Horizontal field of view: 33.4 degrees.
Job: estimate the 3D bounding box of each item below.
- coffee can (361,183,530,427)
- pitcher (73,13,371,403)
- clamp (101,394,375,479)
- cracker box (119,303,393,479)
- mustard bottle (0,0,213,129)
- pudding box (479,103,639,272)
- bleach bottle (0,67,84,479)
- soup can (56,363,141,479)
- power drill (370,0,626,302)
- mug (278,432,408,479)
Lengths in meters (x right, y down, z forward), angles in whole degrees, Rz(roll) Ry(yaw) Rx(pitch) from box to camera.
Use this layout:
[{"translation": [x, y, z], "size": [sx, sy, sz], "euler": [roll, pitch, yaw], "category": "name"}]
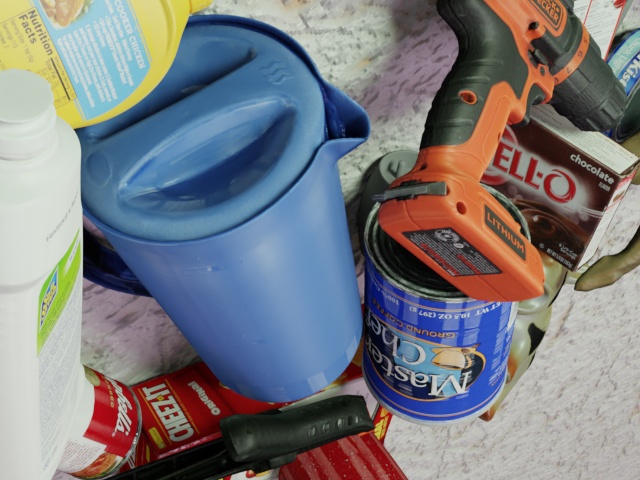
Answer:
[{"translation": [0.079, 0.043, 0.704], "size": [0.102, 0.103, 0.140], "euler": [-25, 143, -19], "category": "coffee can"}, {"translation": [-0.054, 0.001, 0.602], "size": [0.145, 0.149, 0.243], "euler": [-46, 153, -16], "category": "pitcher"}, {"translation": [-0.045, 0.134, 0.691], "size": [0.165, 0.036, 0.209], "euler": [-28, 165, 33], "category": "clamp"}, {"translation": [-0.046, 0.151, 0.825], "size": [0.213, 0.072, 0.164], "euler": [-17, 140, -27], "category": "cracker box"}, {"translation": [-0.122, -0.091, 0.471], "size": [0.191, 0.058, 0.096], "euler": [-29, 131, -14], "category": "mustard bottle"}, {"translation": [0.153, -0.046, 0.740], "size": [0.039, 0.114, 0.090], "euler": [-37, 152, -39], "category": "pudding box"}, {"translation": [-0.139, 0.021, 0.484], "size": [0.068, 0.102, 0.251], "euler": [14, 137, -5], "category": "bleach bottle"}, {"translation": [-0.166, 0.104, 0.657], "size": [0.068, 0.069, 0.102], "euler": [-41, 146, 4], "category": "soup can"}, {"translation": [0.110, -0.063, 0.617], "size": [0.184, 0.058, 0.187], "euler": [35, 61, -35], "category": "power drill"}, {"translation": [0.011, 0.192, 0.785], "size": [0.117, 0.082, 0.093], "euler": [-28, 144, -15], "category": "mug"}]
